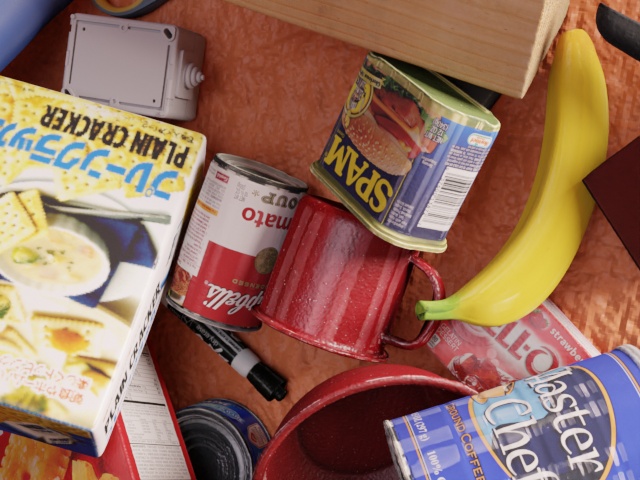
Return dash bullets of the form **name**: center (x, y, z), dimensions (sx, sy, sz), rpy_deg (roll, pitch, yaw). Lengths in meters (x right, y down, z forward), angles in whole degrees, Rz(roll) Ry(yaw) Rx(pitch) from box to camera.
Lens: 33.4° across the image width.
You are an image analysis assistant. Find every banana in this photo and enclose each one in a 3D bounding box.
- **banana**: center (0.129, -0.025, 0.619), dimensions (0.037, 0.069, 0.197), rpy_deg (9, 68, 60)

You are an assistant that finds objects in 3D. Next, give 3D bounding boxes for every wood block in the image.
- **wood block**: center (0.040, -0.170, 0.615), dimensions (0.206, 0.090, 0.090), rpy_deg (21, 140, 14)

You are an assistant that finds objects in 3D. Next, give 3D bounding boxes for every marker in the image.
- **marker**: center (-0.069, 0.069, 0.742), dimensions (0.121, 0.020, 0.020), rpy_deg (40, 107, 18)

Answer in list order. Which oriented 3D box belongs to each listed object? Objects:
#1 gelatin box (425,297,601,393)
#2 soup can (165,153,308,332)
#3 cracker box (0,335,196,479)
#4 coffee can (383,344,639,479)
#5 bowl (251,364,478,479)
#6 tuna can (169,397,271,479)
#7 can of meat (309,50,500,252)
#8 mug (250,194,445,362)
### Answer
- **gelatin box**: center (0.117, 0.066, 0.652), dimensions (0.073, 0.030, 0.089), rpy_deg (-46, 74, 19)
- **soup can**: center (-0.055, 0.001, 0.707), dimensions (0.069, 0.068, 0.102), rpy_deg (24, 101, 22)
- **cracker box**: center (-0.186, 0.135, 0.740), dimensions (0.164, 0.072, 0.214), rpy_deg (-34, 62, 22)
- **coffee can**: center (0.115, 0.125, 0.571), dimensions (0.140, 0.103, 0.103), rpy_deg (-17, 84, -1)
- **bowl**: center (0.033, 0.130, 0.652), dimensions (0.162, 0.162, 0.055), rpy_deg (-49, 29, 18)
- **tuna can**: center (-0.076, 0.154, 0.740), dimensions (0.086, 0.033, 0.086), rpy_deg (1, 92, 24)
- **can of meat**: center (0.050, -0.055, 0.629), dimensions (0.102, 0.057, 0.084), rpy_deg (48, 120, 46)
- **mug**: center (0.023, 0.025, 0.661), dimensions (0.117, 0.093, 0.081), rpy_deg (23, 96, 27)
